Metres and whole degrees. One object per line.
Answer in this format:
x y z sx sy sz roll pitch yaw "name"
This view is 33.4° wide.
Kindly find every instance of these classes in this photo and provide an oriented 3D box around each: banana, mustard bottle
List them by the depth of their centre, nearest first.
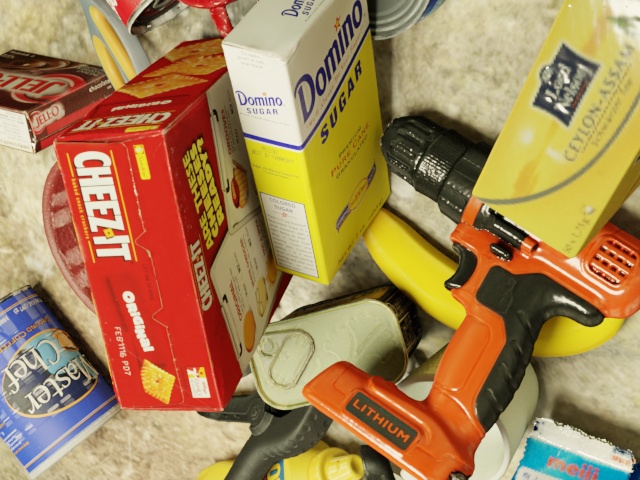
0.107 0.031 0.677 0.198 0.037 0.069 15 94 26 "banana"
-0.032 0.204 0.844 0.192 0.058 0.096 -34 50 42 "mustard bottle"

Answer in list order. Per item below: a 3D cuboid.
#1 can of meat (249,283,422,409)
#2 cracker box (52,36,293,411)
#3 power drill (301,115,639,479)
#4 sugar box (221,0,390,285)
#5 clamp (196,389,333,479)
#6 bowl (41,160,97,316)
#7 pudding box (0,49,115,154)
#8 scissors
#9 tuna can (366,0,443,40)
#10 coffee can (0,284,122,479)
0.013 0.067 0.708 0.102 0.083 0.057 -15 93 16 "can of meat"
-0.075 -0.021 0.650 0.072 0.213 0.164 -4 113 14 "cracker box"
0.072 0.035 0.618 0.185 0.057 0.187 34 86 22 "power drill"
-0.002 -0.067 0.627 0.048 0.093 0.176 18 143 22 "sugar box"
-0.041 0.133 0.817 0.172 0.039 0.120 -44 42 21 "clamp"
-0.136 -0.005 0.818 0.162 0.055 0.162 18 124 28 "bowl"
-0.223 -0.106 0.801 0.114 0.089 0.039 13 123 31 "pudding box"
-0.173 -0.179 0.768 0.202 0.016 0.096 55 160 20 "scissors"
0.035 -0.162 0.617 0.086 0.033 0.086 18 124 28 "tuna can"
-0.256 0.125 0.949 0.140 0.102 0.103 51 133 1 "coffee can"
